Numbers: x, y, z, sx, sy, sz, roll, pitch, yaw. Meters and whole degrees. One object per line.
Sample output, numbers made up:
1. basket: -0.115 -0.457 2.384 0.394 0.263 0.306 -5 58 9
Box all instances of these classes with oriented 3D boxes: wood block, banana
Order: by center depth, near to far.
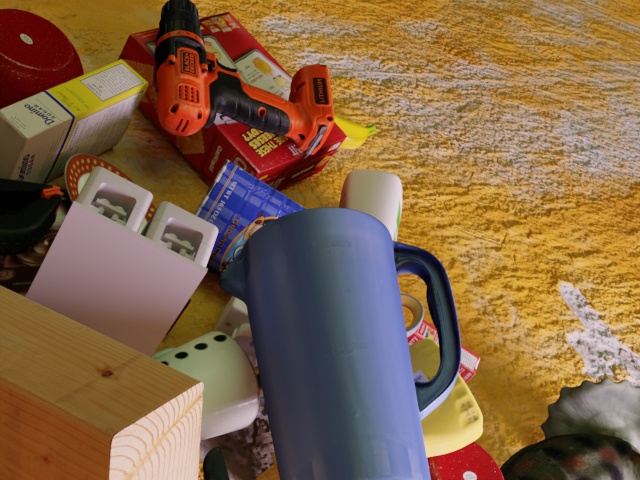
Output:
1. wood block: -0.191 0.113 0.743 0.206 0.090 0.090 20 28 28
2. banana: -0.020 -0.157 1.290 0.197 0.037 0.069 27 20 -15

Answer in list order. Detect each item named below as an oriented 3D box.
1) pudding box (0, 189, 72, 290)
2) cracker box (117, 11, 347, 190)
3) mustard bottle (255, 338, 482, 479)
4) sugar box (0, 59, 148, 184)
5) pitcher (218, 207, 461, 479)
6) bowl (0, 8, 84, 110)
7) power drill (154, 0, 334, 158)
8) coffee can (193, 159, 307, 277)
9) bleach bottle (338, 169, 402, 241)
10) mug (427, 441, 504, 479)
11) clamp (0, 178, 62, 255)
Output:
1. pudding box: -0.262 -0.001 0.923 0.113 0.039 0.090 -1 49 -40
2. cracker box: -0.101 -0.149 1.184 0.214 0.072 0.163 48 40 13
3. mustard bottle: 0.034 0.165 0.903 0.191 0.058 0.096 -26 58 -9
4. sugar box: -0.244 -0.104 1.003 0.048 0.093 0.175 43 37 9
5. pitcher: 0.023 0.103 0.839 0.144 0.149 0.243 28 41 -42
6. bowl: -0.302 -0.183 1.074 0.162 0.055 0.162 21 39 -19
7. power drill: -0.083 -0.169 1.115 0.187 0.057 0.184 11 51 -21
8. coffee can: -0.057 0.001 1.031 0.140 0.103 0.102 31 37 -7
9. bleach bottle: 0.043 0.048 1.080 0.068 0.103 0.250 6 50 2
10. mug: 0.100 0.217 0.941 0.117 0.082 0.093 44 37 10
11. clamp: -0.299 -0.021 0.847 0.165 0.036 0.209 33 28 20
